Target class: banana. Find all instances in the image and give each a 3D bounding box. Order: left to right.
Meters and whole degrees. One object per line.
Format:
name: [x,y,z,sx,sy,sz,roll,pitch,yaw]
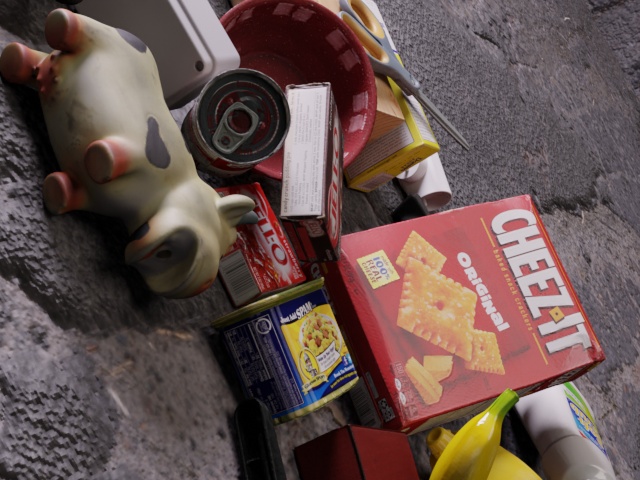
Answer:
banana: [0.106,0.197,0.797,0.069,0.198,0.037,-16,45,-29]

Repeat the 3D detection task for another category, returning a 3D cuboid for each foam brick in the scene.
foam brick: [0.029,0.168,0.774,0.078,0.053,0.051,21,46,-52]

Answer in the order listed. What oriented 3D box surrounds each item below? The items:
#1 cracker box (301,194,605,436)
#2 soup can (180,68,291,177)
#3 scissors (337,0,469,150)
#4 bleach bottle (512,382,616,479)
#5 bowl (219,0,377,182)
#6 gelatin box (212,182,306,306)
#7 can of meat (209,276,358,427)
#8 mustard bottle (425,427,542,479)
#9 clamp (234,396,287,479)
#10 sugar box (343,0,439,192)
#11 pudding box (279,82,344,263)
cracker box: [0.112,0.061,0.895,0.213,0.072,0.164,-13,71,-27]
soup can: [-0.066,-0.084,0.793,0.068,0.068,0.102,58,-13,-5]
scissors: [0.076,-0.166,1.021,0.201,0.016,0.096,32,37,-40]
bleach bottle: [0.238,0.200,1.009,0.102,0.068,0.251,52,10,-11]
bowl: [-0.034,-0.123,0.903,0.161,0.055,0.162,3,82,-26]
gelatin box: [-0.055,0.001,0.818,0.073,0.030,0.089,-13,76,-63]
can of meat: [-0.022,0.080,0.766,0.101,0.058,0.084,-17,84,-62]
mustard bottle: [0.150,0.219,0.887,0.191,0.096,0.058,46,55,-24]
clamp: [-0.030,0.211,0.646,0.210,0.036,0.164,62,26,2]
sugar box: [0.042,-0.147,1.064,0.048,0.093,0.176,11,54,-57]
pudding box: [-0.005,-0.050,0.815,0.090,0.039,0.113,71,18,-67]
